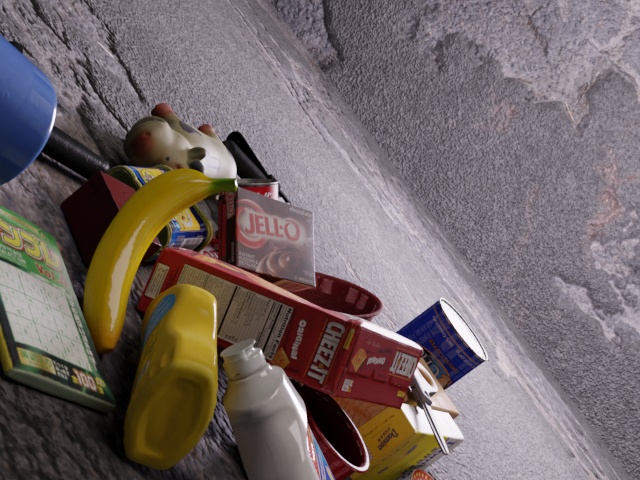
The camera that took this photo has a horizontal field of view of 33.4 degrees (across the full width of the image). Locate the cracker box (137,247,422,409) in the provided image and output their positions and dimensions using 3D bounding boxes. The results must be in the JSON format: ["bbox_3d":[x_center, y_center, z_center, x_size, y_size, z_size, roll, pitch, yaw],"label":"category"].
[{"bbox_3d":[-0.033,0.080,0.979,0.214,0.072,0.164,20,-3,27],"label":"cracker box"}]

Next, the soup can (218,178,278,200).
[{"bbox_3d":[-0.082,-0.017,1.207,0.068,0.068,0.102,-37,129,-77],"label":"soup can"}]

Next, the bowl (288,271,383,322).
[{"bbox_3d":[-0.012,0.081,1.214,0.162,0.055,0.162,12,13,-3],"label":"bowl"}]

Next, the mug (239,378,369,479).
[{"bbox_3d":[-0.022,0.177,0.945,0.117,0.081,0.093,59,14,28],"label":"mug"}]

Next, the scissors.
[{"bbox_3d":[0.119,0.177,1.169,0.096,0.016,0.202,42,13,-41],"label":"scissors"}]

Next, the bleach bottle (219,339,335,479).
[{"bbox_3d":[-0.015,0.194,0.793,0.102,0.068,0.251,-74,143,-78],"label":"bleach bottle"}]

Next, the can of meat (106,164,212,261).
[{"bbox_3d":[-0.167,-0.027,1.058,0.102,0.057,0.083,54,18,12],"label":"can of meat"}]

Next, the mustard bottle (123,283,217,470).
[{"bbox_3d":[-0.114,0.088,0.839,0.058,0.096,0.191,21,20,-14],"label":"mustard bottle"}]

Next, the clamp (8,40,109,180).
[{"bbox_3d":[-0.285,-0.125,0.969,0.164,0.036,0.209,54,13,9],"label":"clamp"}]

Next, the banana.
[{"bbox_3d":[-0.149,0.003,0.886,0.070,0.197,0.037,21,-30,24],"label":"banana"}]

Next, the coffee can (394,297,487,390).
[{"bbox_3d":[0.135,0.158,1.419,0.102,0.140,0.103,48,13,-16],"label":"coffee can"}]

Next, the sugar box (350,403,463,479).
[{"bbox_3d":[0.090,0.226,1.179,0.048,0.093,0.176,59,15,26],"label":"sugar box"}]

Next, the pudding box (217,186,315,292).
[{"bbox_3d":[-0.057,0.002,1.140,0.113,0.039,0.090,18,62,-42],"label":"pudding box"}]

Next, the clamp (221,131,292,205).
[{"bbox_3d":[-0.077,-0.070,1.380,0.171,0.039,0.120,52,14,0],"label":"clamp"}]

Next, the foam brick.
[{"bbox_3d":[-0.188,-0.013,0.960,0.051,0.053,0.078,34,22,-54],"label":"foam brick"}]
